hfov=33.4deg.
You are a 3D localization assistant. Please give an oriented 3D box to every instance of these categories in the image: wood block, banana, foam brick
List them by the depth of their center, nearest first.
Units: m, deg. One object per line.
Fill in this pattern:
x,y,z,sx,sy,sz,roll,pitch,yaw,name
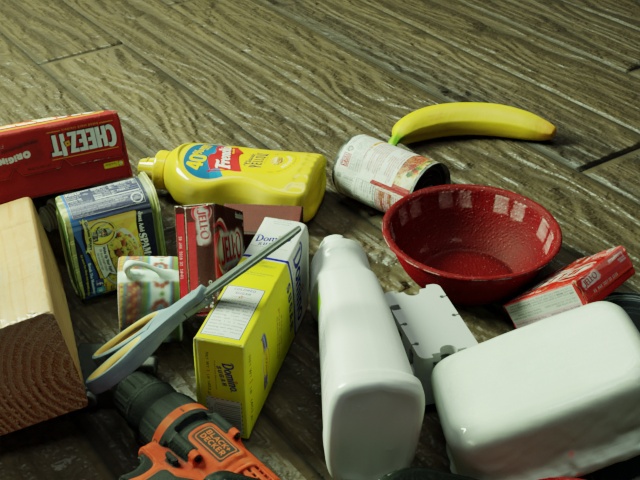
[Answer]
-0.252,0.056,0.853,0.090,0.090,0.206,-19,31,-10,wood block
-0.057,0.001,0.994,0.078,0.053,0.051,3,33,3,foam brick
0.164,-0.128,1.210,0.197,0.037,0.069,-7,51,-7,banana

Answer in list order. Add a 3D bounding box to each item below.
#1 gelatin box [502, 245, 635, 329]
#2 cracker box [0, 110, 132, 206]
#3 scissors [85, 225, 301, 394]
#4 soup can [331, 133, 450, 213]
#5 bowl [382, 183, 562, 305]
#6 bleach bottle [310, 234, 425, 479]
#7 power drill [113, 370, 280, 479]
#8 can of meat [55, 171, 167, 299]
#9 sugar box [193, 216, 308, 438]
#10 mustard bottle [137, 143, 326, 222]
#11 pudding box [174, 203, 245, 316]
0.210,0.041,0.902,0.073,0.030,0.089,-29,0,-36,gelatin box
-0.291,-0.078,1.034,0.164,0.072,0.214,-15,10,-22,cracker box
-0.102,0.057,0.789,0.202,0.016,0.096,-31,16,28,scissors
0.070,-0.062,1.075,0.102,0.068,0.068,25,41,35,soup can
0.136,0.011,0.971,0.162,0.055,0.162,-1,33,0,bowl
0.025,0.069,0.840,0.068,0.103,0.251,1,33,-7,bleach bottle
-0.140,0.171,0.727,0.187,0.057,0.185,-26,41,-34,power drill
-0.187,-0.002,0.958,0.083,0.102,0.057,-16,36,-18,can of meat
-0.050,0.065,0.857,0.048,0.093,0.176,10,35,14,sugar box
-0.095,-0.064,1.091,0.192,0.058,0.096,7,32,13,mustard bottle
-0.090,0.017,0.896,0.039,0.090,0.113,-3,-2,6,pudding box
